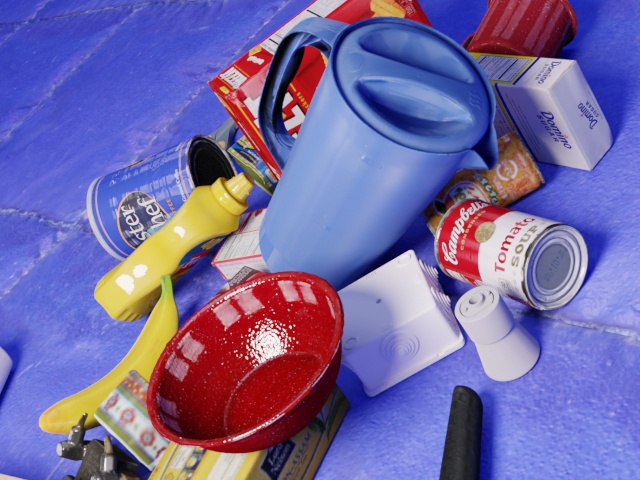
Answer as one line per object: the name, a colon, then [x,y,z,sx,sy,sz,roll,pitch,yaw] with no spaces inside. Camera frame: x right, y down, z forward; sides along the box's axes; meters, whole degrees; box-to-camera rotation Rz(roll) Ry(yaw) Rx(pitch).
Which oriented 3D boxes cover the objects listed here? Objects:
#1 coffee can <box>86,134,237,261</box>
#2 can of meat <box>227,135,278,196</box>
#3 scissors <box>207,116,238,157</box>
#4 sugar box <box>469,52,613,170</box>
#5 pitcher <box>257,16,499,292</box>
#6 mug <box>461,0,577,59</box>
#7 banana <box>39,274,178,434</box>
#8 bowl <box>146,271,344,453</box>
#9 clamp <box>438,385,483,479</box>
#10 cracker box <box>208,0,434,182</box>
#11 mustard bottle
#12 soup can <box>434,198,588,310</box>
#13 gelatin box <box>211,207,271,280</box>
coffee can: [-0.172,-0.045,1.181,0.140,0.102,0.102,-20,34,25]
can of meat: [-0.046,-0.100,1.175,0.084,0.057,0.102,-42,30,-5]
scissors: [-0.103,-0.141,1.327,0.201,0.016,0.096,-42,33,-10]
sugar box: [0.169,-0.119,0.950,0.048,0.093,0.177,-48,33,-19]
pitcher: [0.024,-0.061,0.872,0.243,0.144,0.149,122,141,-51]
mug: [0.182,-0.190,1.039,0.117,0.093,0.081,1,51,44]
banana: [-0.185,0.120,0.996,0.037,0.069,0.197,-11,33,42]
bowl: [-0.044,0.098,0.773,0.162,0.055,0.162,-22,35,16]
clamp: [0.066,0.195,0.679,0.164,0.036,0.210,-34,31,3]
cracker box: [0.023,-0.153,1.073,0.213,0.164,0.072,-38,29,-4]
mustard bottle: [-0.139,0.001,1.076,0.192,0.058,0.096,-43,-5,15]
soup can: [0.146,0.010,0.823,0.068,0.068,0.102,-46,33,-16]
gelatin box: [-0.057,0.001,1.074,0.089,0.030,0.073,-11,40,39]
